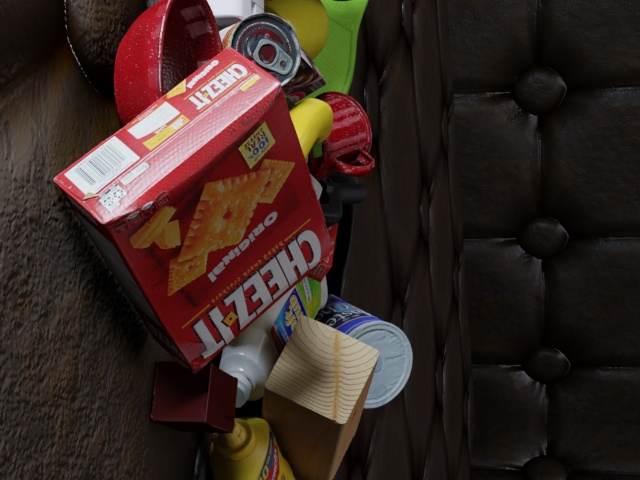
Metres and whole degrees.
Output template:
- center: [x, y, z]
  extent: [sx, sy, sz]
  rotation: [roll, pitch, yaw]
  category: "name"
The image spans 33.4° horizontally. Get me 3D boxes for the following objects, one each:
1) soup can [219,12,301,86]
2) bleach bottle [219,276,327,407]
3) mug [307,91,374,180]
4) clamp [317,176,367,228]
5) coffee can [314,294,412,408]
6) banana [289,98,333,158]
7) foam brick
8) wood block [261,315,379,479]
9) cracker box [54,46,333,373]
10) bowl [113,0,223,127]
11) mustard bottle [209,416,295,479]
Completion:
- center: [-0.069, -0.168, 0.986]
  extent: [0.102, 0.068, 0.068]
  rotation: [-176, -95, -66]
  category: "soup can"
- center: [-0.055, 0.097, 1.148]
  extent: [0.250, 0.068, 0.102]
  rotation: [-65, 151, -56]
  category: "bleach bottle"
- center: [0.005, -0.102, 1.151]
  extent: [0.081, 0.117, 0.093]
  rotation: [-26, 147, -51]
  category: "mug"
- center: [-0.011, -0.067, 1.213]
  extent: [0.039, 0.120, 0.171]
  rotation: [-53, 178, 23]
  category: "clamp"
- center: [0.029, 0.128, 1.266]
  extent: [0.140, 0.102, 0.103]
  rotation: [23, -59, 60]
  category: "coffee can"
- center: [-0.015, -0.096, 1.002]
  extent: [0.197, 0.037, 0.069]
  rotation: [-48, 136, -71]
  category: "banana"
- center: [-0.110, 0.139, 0.935]
  extent: [0.078, 0.051, 0.053]
  rotation: [53, 40, -68]
  category: "foam brick"
- center: [-0.006, 0.177, 1.129]
  extent: [0.206, 0.090, 0.090]
  rotation: [100, 17, -59]
  category: "wood block"
- center: [-0.085, -0.016, 0.823]
  extent: [0.164, 0.072, 0.213]
  rotation: [-40, 145, -16]
  category: "cracker box"
- center: [-0.125, -0.125, 0.871]
  extent: [0.162, 0.055, 0.162]
  rotation: [0, 90, -77]
  category: "bowl"
- center: [-0.070, 0.234, 1.081]
  extent: [0.191, 0.058, 0.096]
  rotation: [73, 27, -50]
  category: "mustard bottle"
